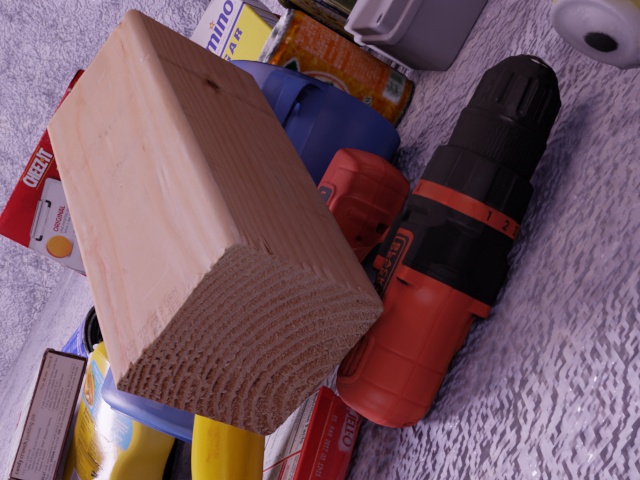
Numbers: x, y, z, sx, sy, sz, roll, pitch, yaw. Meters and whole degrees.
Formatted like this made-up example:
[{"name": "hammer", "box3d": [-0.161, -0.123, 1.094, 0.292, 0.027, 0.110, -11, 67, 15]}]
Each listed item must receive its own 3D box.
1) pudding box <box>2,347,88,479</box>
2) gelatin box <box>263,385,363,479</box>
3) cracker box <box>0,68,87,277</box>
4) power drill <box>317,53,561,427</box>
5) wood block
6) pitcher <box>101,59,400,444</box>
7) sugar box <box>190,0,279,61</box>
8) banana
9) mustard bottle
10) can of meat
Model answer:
[{"name": "pudding box", "box3d": [-0.219, 0.154, 0.836, 0.090, 0.039, 0.113, 127, 154, -52]}, {"name": "gelatin box", "box3d": [-0.015, 0.127, 0.570, 0.089, 0.030, 0.073, -41, 24, 52]}, {"name": "cracker box", "box3d": [-0.171, -0.037, 1.008, 0.164, 0.213, 0.072, -56, 16, 21]}, {"name": "power drill", "box3d": [0.043, -0.008, 0.560, 0.184, 0.057, 0.188, -63, 15, -2]}, {"name": "wood block", "box3d": [-0.061, -0.016, 0.530, 0.090, 0.090, 0.206, -50, 39, 19]}, {"name": "pitcher", "box3d": [-0.051, 0.011, 0.695, 0.145, 0.149, 0.243, 9, 74, 50]}, {"name": "sugar box", "box3d": [-0.051, -0.134, 0.888, 0.176, 0.048, 0.093, 47, 114, 38]}, {"name": "banana", "box3d": [-0.036, 0.075, 0.556, 0.070, 0.037, 0.198, -22, 54, 45]}, {"name": "mustard bottle", "box3d": [-0.142, 0.129, 0.783, 0.096, 0.058, 0.192, 39, 120, 47]}, {"name": "can of meat", "box3d": [0.021, -0.210, 0.905, 0.057, 0.102, 0.084, -63, 17, -3]}]
